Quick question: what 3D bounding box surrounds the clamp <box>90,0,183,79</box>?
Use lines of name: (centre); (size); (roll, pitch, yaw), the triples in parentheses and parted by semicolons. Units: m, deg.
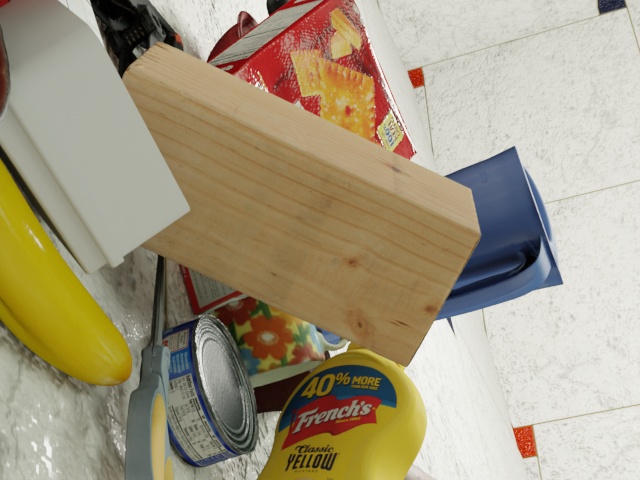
clamp: (-0.125, -0.134, 0.729); (0.171, 0.039, 0.120); (15, 53, -75)

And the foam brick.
foam brick: (-0.024, 0.095, 0.786); (0.078, 0.051, 0.053); (24, 47, -74)

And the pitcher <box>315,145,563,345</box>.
pitcher: (0.092, 0.019, 0.976); (0.149, 0.243, 0.145); (37, 35, -70)

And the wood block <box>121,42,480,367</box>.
wood block: (-0.023, -0.024, 0.609); (0.206, 0.090, 0.090); (25, 20, -5)

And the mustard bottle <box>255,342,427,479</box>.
mustard bottle: (0.015, 0.125, 0.659); (0.058, 0.096, 0.191); (61, 36, -30)

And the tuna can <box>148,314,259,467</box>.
tuna can: (-0.069, 0.089, 0.631); (0.086, 0.034, 0.086); (-20, 90, -79)

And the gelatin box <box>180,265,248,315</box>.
gelatin box: (-0.054, 0.001, 0.705); (0.030, 0.089, 0.073); (-2, 70, -54)

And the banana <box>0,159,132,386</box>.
banana: (-0.133, 0.001, 0.470); (0.069, 0.037, 0.197); (-88, 155, -61)

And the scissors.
scissors: (-0.086, 0.086, 0.564); (0.202, 0.016, 0.096); (-100, -173, -67)

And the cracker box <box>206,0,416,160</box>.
cracker box: (-0.019, -0.086, 0.849); (0.213, 0.072, 0.164); (-48, 121, -45)
